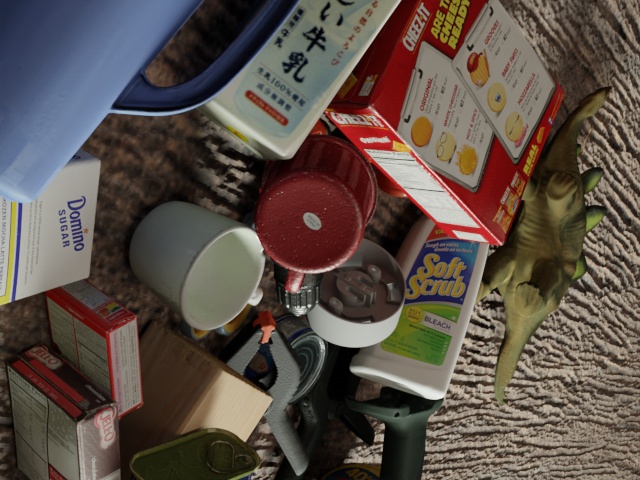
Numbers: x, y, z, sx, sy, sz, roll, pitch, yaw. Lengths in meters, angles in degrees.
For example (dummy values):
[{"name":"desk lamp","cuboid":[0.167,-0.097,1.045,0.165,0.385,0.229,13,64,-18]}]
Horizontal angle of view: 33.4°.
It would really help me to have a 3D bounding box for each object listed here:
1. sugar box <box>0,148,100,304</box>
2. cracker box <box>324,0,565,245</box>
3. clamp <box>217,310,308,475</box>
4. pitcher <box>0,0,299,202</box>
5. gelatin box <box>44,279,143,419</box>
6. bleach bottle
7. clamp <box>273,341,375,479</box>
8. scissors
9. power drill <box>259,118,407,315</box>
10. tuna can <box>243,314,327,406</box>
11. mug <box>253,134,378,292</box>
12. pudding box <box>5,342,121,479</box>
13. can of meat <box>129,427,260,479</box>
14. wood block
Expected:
[{"name":"sugar box","cuboid":[-0.222,-0.002,0.666,0.175,0.048,0.093,-21,130,-50]},{"name":"cracker box","cuboid":[0.107,-0.120,0.896,0.213,0.072,0.164,40,68,-40]},{"name":"clamp","cuboid":[-0.070,0.146,0.962,0.120,0.039,0.171,-7,114,-16]},{"name":"pitcher","cuboid":[-0.128,-0.138,0.602,0.243,0.149,0.144,-54,146,-4]},{"name":"gelatin box","cuboid":[-0.163,0.077,0.777,0.030,0.073,0.089,-31,137,-37]},{"name":"bleach bottle","cuboid":[0.114,0.028,1.089,0.068,0.102,0.251,121,-13,-76]},{"name":"clamp","cuboid":[0.014,0.168,1.118,0.164,0.036,0.210,-21,127,-48]},{"name":"scissors","cuboid":[-0.056,0.001,0.918,0.201,0.016,0.096,-59,154,-12]},{"name":"power drill","cuboid":[0.024,-0.045,0.931,0.187,0.057,0.184,-31,131,-43]},{"name":"tuna can","cuboid":[-0.032,0.116,1.019,0.086,0.034,0.086,-33,138,-36]},{"name":"mug","cuboid":[-0.008,-0.015,0.808,0.081,0.093,0.117,-73,-179,-69]},{"name":"pudding box","cuboid":[-0.187,0.144,0.781,0.039,0.090,0.113,-25,134,-40]},{"name":"can of meat","cuboid":[-0.102,0.199,0.804,0.101,0.058,0.084,-11,125,-48]},{"name":"wood block","cuboid":[-0.144,0.182,0.869,0.206,0.090,0.090,-57,147,-5]}]
